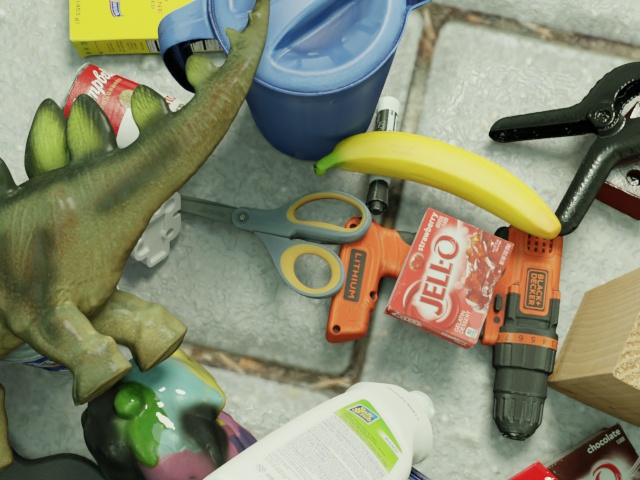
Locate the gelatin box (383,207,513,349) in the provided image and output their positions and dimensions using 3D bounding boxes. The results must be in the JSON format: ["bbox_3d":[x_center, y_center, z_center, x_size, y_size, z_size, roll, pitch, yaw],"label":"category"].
[{"bbox_3d":[0.099,0.030,0.828,0.073,0.030,0.089,23,77,3],"label":"gelatin box"}]

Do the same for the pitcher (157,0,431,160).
[{"bbox_3d":[-0.018,-0.138,0.806,0.149,0.243,0.145,33,82,6],"label":"pitcher"}]

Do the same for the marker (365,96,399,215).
[{"bbox_3d":[0.051,-0.070,0.881,0.020,0.020,0.121,8,53,1],"label":"marker"}]

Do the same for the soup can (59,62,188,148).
[{"bbox_3d":[-0.158,-0.098,0.889,0.102,0.068,0.068,22,81,3],"label":"soup can"}]

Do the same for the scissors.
[{"bbox_3d":[-0.056,0.001,0.867,0.202,0.016,0.096,-3,77,20],"label":"scissors"}]

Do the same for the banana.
[{"bbox_3d":[0.093,-0.049,0.839,0.197,0.037,0.069,14,54,-3],"label":"banana"}]

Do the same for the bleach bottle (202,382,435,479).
[{"bbox_3d":[0.017,0.164,0.747,0.102,0.250,0.068,50,122,13],"label":"bleach bottle"}]

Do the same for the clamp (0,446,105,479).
[{"bbox_3d":[-0.239,0.202,0.854,0.210,0.036,0.164,4,81,-1],"label":"clamp"}]

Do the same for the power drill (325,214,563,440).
[{"bbox_3d":[0.101,0.060,0.868,0.187,0.057,0.184,9,77,-1],"label":"power drill"}]

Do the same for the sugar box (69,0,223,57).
[{"bbox_3d":[-0.125,-0.211,0.919,0.176,0.048,0.093,-3,80,1],"label":"sugar box"}]

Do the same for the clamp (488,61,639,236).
[{"bbox_3d":[0.229,-0.081,0.851,0.172,0.039,0.120,-27,65,19],"label":"clamp"}]
